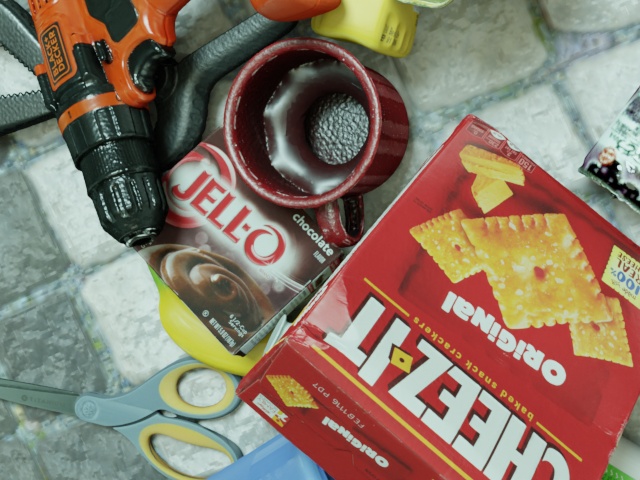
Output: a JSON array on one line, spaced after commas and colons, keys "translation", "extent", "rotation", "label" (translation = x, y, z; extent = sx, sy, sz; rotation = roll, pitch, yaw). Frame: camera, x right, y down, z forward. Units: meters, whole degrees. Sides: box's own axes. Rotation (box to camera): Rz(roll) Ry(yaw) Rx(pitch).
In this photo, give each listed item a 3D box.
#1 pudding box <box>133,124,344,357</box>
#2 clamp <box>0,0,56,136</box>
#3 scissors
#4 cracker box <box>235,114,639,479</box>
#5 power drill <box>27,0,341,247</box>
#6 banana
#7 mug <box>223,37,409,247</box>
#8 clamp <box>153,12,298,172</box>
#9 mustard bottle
[{"translation": [-0.054, 0.001, 0.644], "extent": [0.090, 0.039, 0.113], "rotation": [-43, 80, -3], "label": "pudding box"}, {"translation": [-0.251, -0.111, 0.681], "extent": [0.210, 0.036, 0.165], "rotation": [24, 102, 7], "label": "clamp"}, {"translation": [-0.137, 0.096, 0.703], "extent": [0.202, 0.016, 0.096], "rotation": [26, 100, 4], "label": "scissors"}, {"translation": [0.085, 0.050, 0.563], "extent": [0.164, 0.213, 0.072], "rotation": [40, 139, 2], "label": "cracker box"}, {"translation": [-0.080, -0.111, 0.581], "extent": [0.188, 0.057, 0.184], "rotation": [-30, 73, 31], "label": "power drill"}, {"translation": [-0.019, 0.054, 0.667], "extent": [0.198, 0.037, 0.069], "rotation": [6, 99, 8], "label": "banana"}, {"translation": [0.006, -0.054, 0.615], "extent": [0.093, 0.081, 0.117], "rotation": [-15, 87, 21], "label": "mug"}, {"translation": [-0.101, -0.111, 0.657], "extent": [0.120, 0.039, 0.171], "rotation": [43, 105, 19], "label": "clamp"}, {"translation": [0.048, -0.200, 0.588], "extent": [0.058, 0.096, 0.192], "rotation": [18, 101, 9], "label": "mustard bottle"}]
